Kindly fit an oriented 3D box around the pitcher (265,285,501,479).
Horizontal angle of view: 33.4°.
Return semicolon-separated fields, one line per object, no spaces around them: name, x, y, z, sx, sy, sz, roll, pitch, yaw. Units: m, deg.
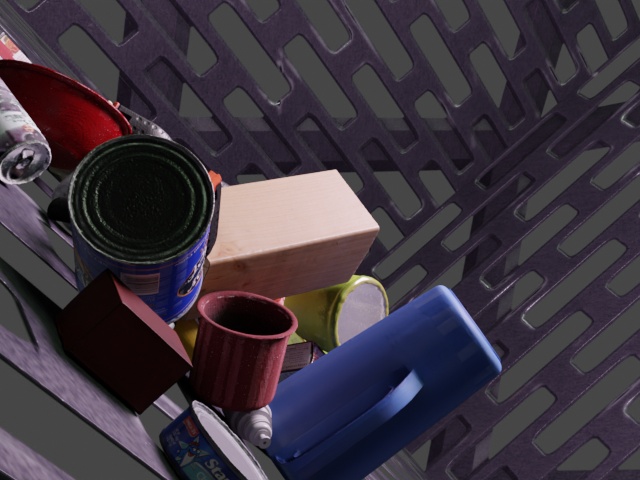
pitcher;0.056;0.155;1.065;0.145;0.243;0.149;51;5;-46

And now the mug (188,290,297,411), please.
mug;-0.068;0.100;0.984;0.093;0.081;0.117;24;23;27

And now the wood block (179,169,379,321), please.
wood block;-0.057;0.002;1.061;0.091;0.205;0.090;55;-43;27

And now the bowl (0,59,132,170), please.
bowl;-0.277;-0.117;1.084;0.162;0.055;0.162;18;-19;6

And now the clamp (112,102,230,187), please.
clamp;-0.182;-0.083;1.185;0.120;0.039;0.171;-19;-54;45

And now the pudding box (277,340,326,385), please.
pudding box;-0.038;0.152;1.176;0.090;0.114;0.039;51;34;-45

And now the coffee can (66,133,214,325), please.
coffee can;-0.136;-0.002;0.805;0.103;0.102;0.140;49;-23;12

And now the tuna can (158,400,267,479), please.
tuna can;-0.073;0.155;0.740;0.086;0.034;0.086;49;-1;1

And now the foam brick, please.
foam brick;-0.135;0.070;0.730;0.078;0.051;0.053;49;0;-32
